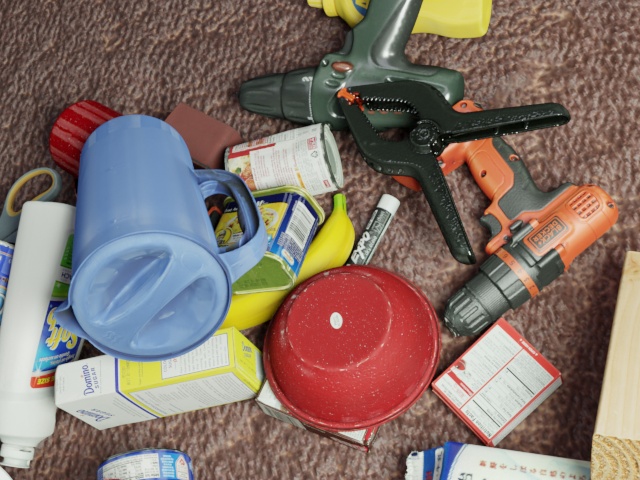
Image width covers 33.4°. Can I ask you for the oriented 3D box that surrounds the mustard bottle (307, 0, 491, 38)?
[{"bbox_3d":[0.079,-0.255,1.103,0.192,0.058,0.096,2,73,19],"label":"mustard bottle"}]

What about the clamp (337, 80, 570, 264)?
[{"bbox_3d":[0.108,-0.095,0.966,0.210,0.036,0.164,39,86,29],"label":"clamp"}]

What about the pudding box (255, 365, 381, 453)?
[{"bbox_3d":[0.010,0.129,0.961,0.114,0.039,0.090,18,70,21],"label":"pudding box"}]

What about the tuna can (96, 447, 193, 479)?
[{"bbox_3d":[-0.155,0.214,0.949,0.086,0.086,0.034,-16,61,10],"label":"tuna can"}]

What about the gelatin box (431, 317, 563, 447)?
[{"bbox_3d":[0.152,0.124,0.922,0.089,0.030,0.073,-43,62,-4],"label":"gelatin box"}]

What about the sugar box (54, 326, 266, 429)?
[{"bbox_3d":[-0.144,0.128,0.980,0.176,0.093,0.048,-11,63,13],"label":"sugar box"}]

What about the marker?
[{"bbox_3d":[0.041,0.011,1.015,0.020,0.020,0.121,22,75,25],"label":"marker"}]

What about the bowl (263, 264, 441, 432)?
[{"bbox_3d":[0.021,0.081,0.927,0.162,0.055,0.162,-7,60,11],"label":"bowl"}]

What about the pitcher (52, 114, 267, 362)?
[{"bbox_3d":[-0.150,-0.018,0.962,0.145,0.149,0.243,-60,26,26],"label":"pitcher"}]

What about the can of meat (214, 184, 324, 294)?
[{"bbox_3d":[-0.056,0.001,0.998,0.102,0.057,0.084,-8,45,34],"label":"can of meat"}]

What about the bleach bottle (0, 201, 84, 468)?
[{"bbox_3d":[-0.268,0.094,1.040,0.068,0.102,0.251,4,79,25],"label":"bleach bottle"}]

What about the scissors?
[{"bbox_3d":[-0.336,0.009,1.139,0.096,0.016,0.202,45,101,8],"label":"scissors"}]

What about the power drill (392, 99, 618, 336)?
[{"bbox_3d":[0.147,-0.025,0.979,0.184,0.057,0.188,-38,62,-2],"label":"power drill"}]

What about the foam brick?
[{"bbox_3d":[-0.123,-0.098,1.100,0.078,0.053,0.051,28,77,26],"label":"foam brick"}]

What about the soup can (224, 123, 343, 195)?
[{"bbox_3d":[-0.035,-0.072,1.050,0.102,0.068,0.068,-13,63,11],"label":"soup can"}]

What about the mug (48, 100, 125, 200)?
[{"bbox_3d":[-0.231,-0.086,1.118,0.082,0.093,0.117,29,114,32],"label":"mug"}]

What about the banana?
[{"bbox_3d":[-0.036,0.037,1.022,0.197,0.037,0.070,-38,35,-4],"label":"banana"}]
